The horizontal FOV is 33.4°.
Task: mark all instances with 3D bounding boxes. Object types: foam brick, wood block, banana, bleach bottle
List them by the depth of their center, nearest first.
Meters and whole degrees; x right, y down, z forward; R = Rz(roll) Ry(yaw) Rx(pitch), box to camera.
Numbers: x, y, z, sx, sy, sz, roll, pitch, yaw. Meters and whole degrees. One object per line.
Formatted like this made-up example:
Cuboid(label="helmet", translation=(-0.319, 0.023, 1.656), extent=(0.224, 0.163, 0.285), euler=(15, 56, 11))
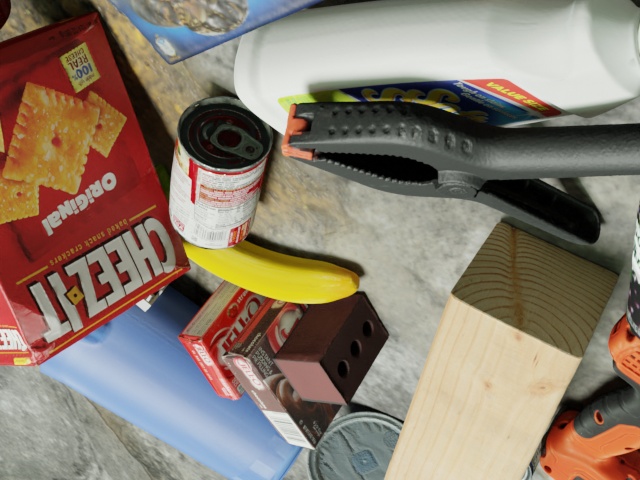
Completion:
Cuboid(label="bleach bottle", translation=(0.076, -0.100, 0.590), extent=(0.251, 0.068, 0.102), euler=(-2, 157, 40))
Cuboid(label="wood block", translation=(0.120, 0.103, 0.744), extent=(0.090, 0.090, 0.206), euler=(26, 134, 15))
Cuboid(label="foam brick", translation=(0.010, 0.086, 0.862), extent=(0.051, 0.078, 0.053), euler=(-2, 132, 41))
Cuboid(label="banana", translation=(-0.061, 0.010, 0.869), extent=(0.198, 0.037, 0.070), euler=(28, 145, 13))

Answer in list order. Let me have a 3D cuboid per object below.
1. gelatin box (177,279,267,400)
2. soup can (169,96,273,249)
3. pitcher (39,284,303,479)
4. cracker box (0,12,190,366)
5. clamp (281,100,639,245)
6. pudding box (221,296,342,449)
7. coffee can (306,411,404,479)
Cuboid(label="gelatin box", translation=(-0.072, 0.079, 0.911), extent=(0.030, 0.089, 0.073), euler=(2, 133, 39))
Cuboid(label="soup can", translation=(-0.076, -0.047, 0.789), extent=(0.068, 0.068, 0.102), euler=(30, 145, 9))
Cuboid(label="pitcher", translation=(-0.124, 0.127, 0.994), extent=(0.243, 0.149, 0.145), euler=(33, 130, -1))
Cuboid(label="cracker box", translation=(-0.201, -0.039, 0.780), extent=(0.072, 0.163, 0.213), euler=(-3, 112, 43))
Cuboid(label="clamp", translation=(0.086, -0.046, 0.586), extent=(0.210, 0.036, 0.165), euler=(13, 164, -6))
Cuboid(label="pudding box", translation=(-0.021, 0.105, 0.898), extent=(0.039, 0.090, 0.113), euler=(0, 131, 43))
Cuboid(label="coffee can", translation=(0.043, 0.240, 0.986), extent=(0.103, 0.102, 0.140), euler=(20, 142, 22))
